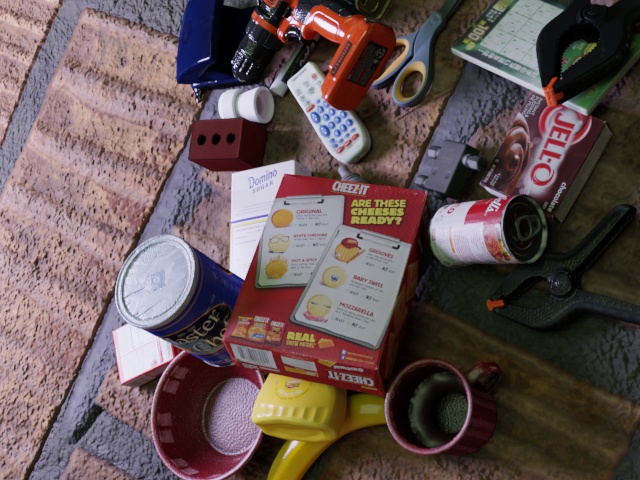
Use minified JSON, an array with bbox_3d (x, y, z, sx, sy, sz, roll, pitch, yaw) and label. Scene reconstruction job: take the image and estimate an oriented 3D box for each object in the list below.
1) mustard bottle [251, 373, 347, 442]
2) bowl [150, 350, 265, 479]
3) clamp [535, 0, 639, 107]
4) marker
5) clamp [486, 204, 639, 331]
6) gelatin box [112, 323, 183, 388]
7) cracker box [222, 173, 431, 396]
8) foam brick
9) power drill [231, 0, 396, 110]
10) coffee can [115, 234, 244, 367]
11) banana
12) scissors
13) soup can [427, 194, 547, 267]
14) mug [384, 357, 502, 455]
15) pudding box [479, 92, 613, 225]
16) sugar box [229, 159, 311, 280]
[{"bbox_3d":[-0.003,0.117,1.141,0.096,0.058,0.191,-3,54,32],"label":"mustard bottle"},{"bbox_3d":[-0.113,0.195,1.204,0.162,0.055,0.162,-10,71,29],"label":"bowl"},{"bbox_3d":[0.273,-0.227,1.082,0.165,0.036,0.210,29,74,37],"label":"clamp"},{"bbox_3d":[-0.022,-0.231,1.299,0.020,0.020,0.121,36,96,34],"label":"marker"},{"bbox_3d":[0.248,0.051,1.037,0.172,0.039,0.120,-30,57,28],"label":"clamp"},{"bbox_3d":[-0.207,0.130,1.298,0.089,0.030,0.073,-26,62,22],"label":"gelatin box"},{"bbox_3d":[0.013,0.042,1.106,0.164,0.072,0.213,8,58,17],"label":"cracker box"},{"bbox_3d":[-0.113,-0.116,1.301,0.078,0.051,0.053,0,76,31],"label":"foam brick"},{"bbox_3d":[-0.013,-0.228,1.220,0.188,0.057,0.185,46,114,34],"label":"power drill"},{"bbox_3d":[-0.135,0.067,1.142,0.103,0.140,0.103,-14,61,26],"label":"coffee can"},{"bbox_3d":[0.009,0.213,1.135,0.198,0.037,0.070,-33,59,19],"label":"banana"},{"bbox_3d":[0.134,-0.228,1.205,0.202,0.016,0.096,-36,61,17],"label":"scissors"},{"bbox_3d":[0.166,-0.008,1.070,0.102,0.068,0.068,-7,71,50],"label":"soup can"},{"bbox_3d":[0.131,0.160,1.049,0.117,0.081,0.093,-46,58,12],"label":"mug"},{"bbox_3d":[0.230,-0.084,1.088,0.090,0.039,0.113,29,91,34],"label":"pudding box"},{"bbox_3d":[-0.058,0.002,1.236,0.093,0.048,0.176,-9,68,30],"label":"sugar box"}]
